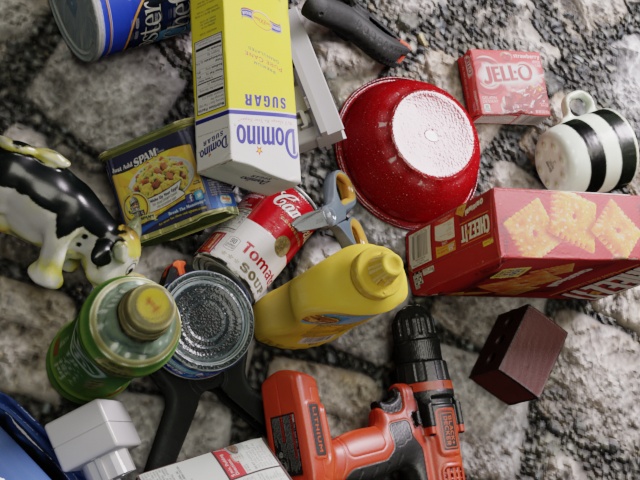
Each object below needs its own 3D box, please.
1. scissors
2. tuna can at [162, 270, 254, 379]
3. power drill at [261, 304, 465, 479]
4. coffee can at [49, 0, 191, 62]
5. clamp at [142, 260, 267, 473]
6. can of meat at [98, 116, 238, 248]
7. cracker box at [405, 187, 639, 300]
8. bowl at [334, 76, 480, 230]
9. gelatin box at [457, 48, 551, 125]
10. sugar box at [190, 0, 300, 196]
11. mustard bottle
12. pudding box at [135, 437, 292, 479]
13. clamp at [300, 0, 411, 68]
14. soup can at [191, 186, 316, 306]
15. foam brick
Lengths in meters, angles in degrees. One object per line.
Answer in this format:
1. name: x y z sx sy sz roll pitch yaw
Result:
1. scissors: 0.013 -0.005 0.924 0.201 0.016 0.096 -63 132 -67
2. tuna can: -0.097 0.068 0.865 0.086 0.034 0.086 8 71 -24
3. power drill: 0.042 0.145 0.917 0.187 0.057 0.184 2 71 -36
4. coffee can: -0.156 -0.224 0.935 0.140 0.103 0.103 -23 85 -28
5. clamp: -0.105 0.123 0.888 0.164 0.036 0.210 -19 86 -28
6. can of meat: -0.126 -0.047 0.898 0.057 0.102 0.084 -2 73 -68
7. cracker box: 0.210 0.009 0.989 0.213 0.164 0.072 3 75 -23
8. bowl: 0.097 -0.094 1.033 0.161 0.055 0.162 7 72 -21
9. gelatin box: 0.191 -0.159 1.108 0.089 0.030 0.073 -1 75 -24
10. sugar box: -0.063 -0.133 0.891 0.093 0.048 0.176 15 63 -52
11. mustard bottle: 0.017 0.044 0.877 0.096 0.192 0.058 -3 76 -25
12. pudding box: -0.074 0.204 0.816 0.113 0.039 0.090 -14 39 -26
13. clamp: 0.025 -0.208 1.009 0.171 0.039 0.120 28 29 -30
14. soup can: -0.056 0.001 0.929 0.068 0.069 0.102 43 63 -7
15. foam brick: 0.189 0.108 1.012 0.051 0.053 0.078 36 63 -10
